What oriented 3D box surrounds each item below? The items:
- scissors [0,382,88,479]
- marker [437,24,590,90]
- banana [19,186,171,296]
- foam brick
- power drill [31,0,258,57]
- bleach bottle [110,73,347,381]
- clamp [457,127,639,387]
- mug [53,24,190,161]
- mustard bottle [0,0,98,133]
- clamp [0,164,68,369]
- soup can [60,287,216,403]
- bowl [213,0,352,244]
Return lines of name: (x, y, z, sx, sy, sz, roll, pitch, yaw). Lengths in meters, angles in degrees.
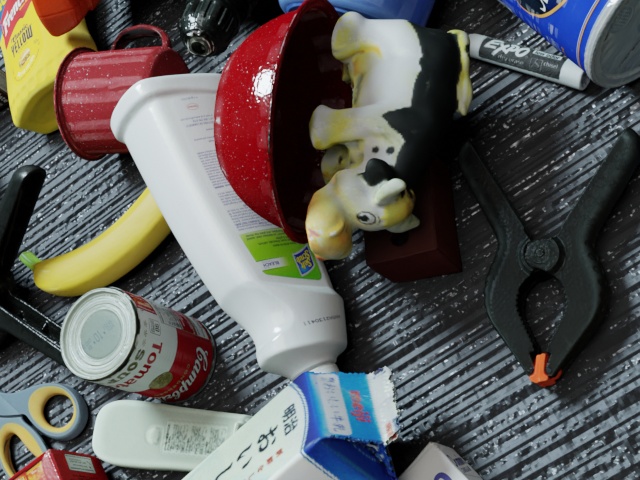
scissors: (-0.257, 0.119, 0.877, 0.096, 0.016, 0.202, -45, 59, 6)
marker: (0.132, -0.130, 0.750, 0.121, 0.020, 0.020, 23, 86, 31)
banana: (-0.164, -0.006, 0.851, 0.198, 0.037, 0.070, -30, 73, 18)
foam brick: (0.061, -0.017, 0.732, 0.053, 0.051, 0.078, -13, 69, 23)
power drill: (-0.131, -0.204, 0.846, 0.188, 0.057, 0.184, 1, 46, 18)
bleach bottle: (-0.055, 0.001, 0.751, 0.068, 0.102, 0.251, -47, 63, 46)
clamp: (0.154, 0.005, 0.685, 0.120, 0.039, 0.171, -13, 75, 28)
mug: (-0.151, -0.122, 0.858, 0.082, 0.093, 0.117, -1, 63, 22)
mustard bottle: (-0.249, -0.197, 0.946, 0.096, 0.058, 0.192, -38, 58, 34)
clamp: (-0.267, 0.030, 0.869, 0.210, 0.036, 0.164, -7, 95, 38)
soup can: (-0.131, 0.077, 0.773, 0.069, 0.102, 0.068, -9, 70, 25)
bowl: (-0.028, -0.080, 0.707, 0.055, 0.162, 0.162, 6, 77, 18)
